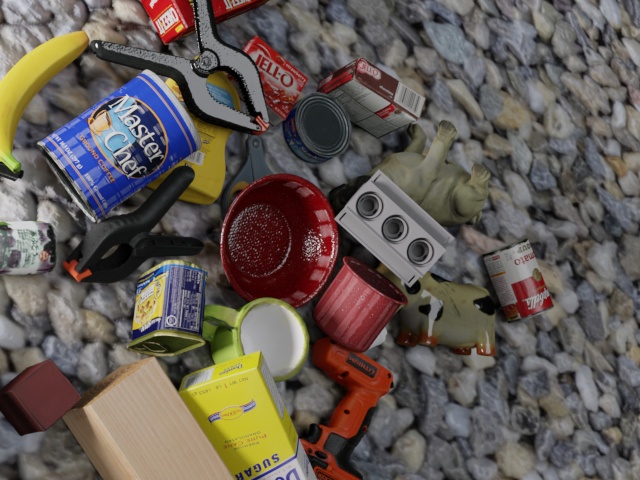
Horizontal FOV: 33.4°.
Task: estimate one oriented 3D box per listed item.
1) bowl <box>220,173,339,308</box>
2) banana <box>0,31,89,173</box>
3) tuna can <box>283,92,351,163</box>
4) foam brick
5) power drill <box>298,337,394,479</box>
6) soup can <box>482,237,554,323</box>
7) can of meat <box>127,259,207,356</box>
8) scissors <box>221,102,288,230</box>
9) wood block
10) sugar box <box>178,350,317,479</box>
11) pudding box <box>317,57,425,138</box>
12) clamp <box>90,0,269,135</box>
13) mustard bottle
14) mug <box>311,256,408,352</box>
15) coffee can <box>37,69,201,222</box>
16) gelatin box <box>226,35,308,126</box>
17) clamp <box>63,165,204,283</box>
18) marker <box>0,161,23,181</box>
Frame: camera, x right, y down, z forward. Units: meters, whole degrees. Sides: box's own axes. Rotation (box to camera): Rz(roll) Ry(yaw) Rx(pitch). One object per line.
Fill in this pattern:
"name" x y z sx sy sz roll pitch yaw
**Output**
"bowl" -0.058 0.002 1.254 0.161 0.055 0.162 -3 95 -33
"banana" -0.312 -0.153 1.137 0.069 0.037 0.197 17 60 2
"tuna can" -0.004 -0.142 1.355 0.086 0.034 0.086 10 72 -32
"foam brick" -0.283 0.156 1.060 0.051 0.078 0.053 -42 102 -33
"power drill" -0.003 0.211 1.250 0.184 0.057 0.187 33 63 -19
"soup can" 0.272 0.055 1.470 0.068 0.069 0.102 -20 88 -36
"can of meat" -0.163 0.074 1.149 0.057 0.102 0.084 14 68 -30
"scissors" -0.094 -0.103 1.279 0.096 0.016 0.202 -23 99 -31
"wood block" -0.167 0.234 1.110 0.090 0.090 0.206 -37 100 -35
"sugar box" -0.075 0.213 1.143 0.048 0.093 0.176 -79 149 -69
"pudding box" 0.064 -0.183 1.378 0.113 0.090 0.039 30 64 -25
"clamp" -0.143 -0.195 1.202 0.164 0.036 0.210 -38 96 -15
"mustard bottle" -0.144 -0.143 1.244 0.096 0.058 0.191 18 68 -14
"mug" 0.040 0.073 1.275 0.093 0.117 0.081 29 104 -27
"coffee can" -0.212 -0.101 1.134 0.140 0.103 0.103 -37 100 -14
"gelatin box" -0.068 -0.199 1.329 0.089 0.030 0.073 39 59 -20
"clamp" -0.197 0.003 1.169 0.171 0.039 0.120 -34 134 -20
"marker" -0.366 -0.085 1.103 0.120 0.020 0.020 17 68 -30
